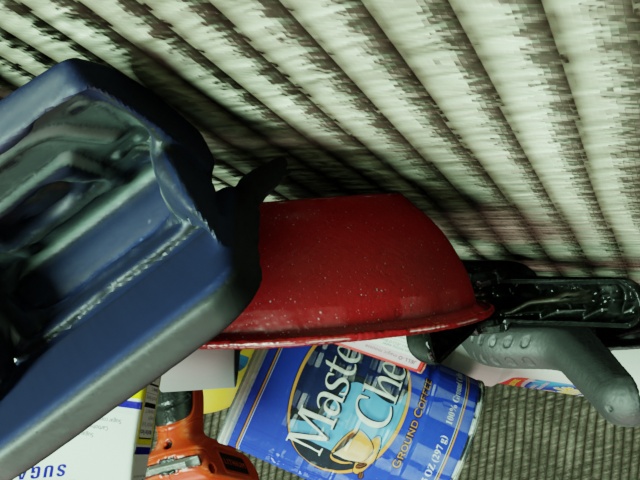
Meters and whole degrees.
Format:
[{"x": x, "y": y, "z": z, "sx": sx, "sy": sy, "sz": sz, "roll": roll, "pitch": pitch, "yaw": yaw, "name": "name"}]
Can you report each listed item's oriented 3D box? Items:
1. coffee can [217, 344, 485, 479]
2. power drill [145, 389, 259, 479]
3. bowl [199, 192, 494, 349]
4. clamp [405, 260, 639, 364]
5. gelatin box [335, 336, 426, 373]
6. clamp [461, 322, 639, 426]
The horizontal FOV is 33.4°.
[{"x": 0.019, "y": 0.108, "z": 0.676, "sx": 0.140, "sy": 0.103, "sz": 0.103, "roll": 24, "pitch": 172, "yaw": 1, "name": "coffee can"}, {"x": -0.095, "y": 0.101, "z": 0.820, "sx": 0.057, "sy": 0.187, "sz": 0.184, "roll": -19, "pitch": 158, "yaw": 18, "name": "power drill"}, {"x": -0.007, "y": 0.010, "z": 0.467, "sx": 0.162, "sy": 0.055, "sz": 0.162, "roll": -5, "pitch": -179, "yaw": 0, "name": "bowl"}, {"x": 0.081, "y": 0.035, "z": 0.580, "sx": 0.120, "sy": 0.039, "sz": 0.172, "roll": -5, "pitch": -177, "yaw": -17, "name": "clamp"}, {"x": 0.025, "y": 0.039, "z": 0.656, "sx": 0.089, "sy": 0.030, "sz": 0.073, "roll": 19, "pitch": -158, "yaw": -11, "name": "gelatin box"}, {"x": 0.159, "y": 0.051, "z": 0.612, "sx": 0.164, "sy": 0.036, "sz": 0.210, "roll": -15, "pitch": -169, "yaw": -27, "name": "clamp"}]
